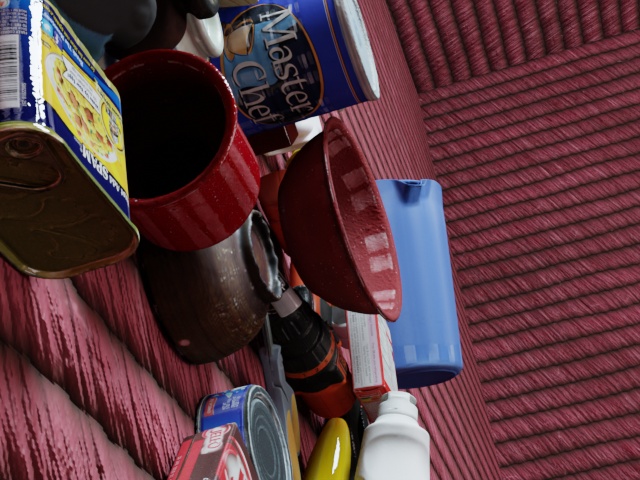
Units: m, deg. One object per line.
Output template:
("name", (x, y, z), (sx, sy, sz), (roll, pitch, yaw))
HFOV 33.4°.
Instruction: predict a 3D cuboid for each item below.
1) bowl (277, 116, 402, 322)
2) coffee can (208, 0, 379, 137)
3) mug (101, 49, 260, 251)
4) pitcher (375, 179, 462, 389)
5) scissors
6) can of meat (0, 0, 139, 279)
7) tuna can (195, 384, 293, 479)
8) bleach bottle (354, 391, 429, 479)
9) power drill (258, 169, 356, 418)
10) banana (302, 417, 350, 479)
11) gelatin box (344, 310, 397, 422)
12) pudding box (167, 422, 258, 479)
("bowl", (0.010, -0.010, 0.809), (0.162, 0.055, 0.162), (-17, 90, -75))
("coffee can", (-0.037, -0.134, 0.791), (0.102, 0.140, 0.103), (-16, 90, -79))
("mug", (-0.089, -0.051, 0.590), (0.117, 0.093, 0.081), (40, -9, 23))
("pitcher", (0.099, 0.056, 1.310), (0.149, 0.145, 0.243), (29, 49, -59))
("scissors", (-0.032, 0.088, 0.766), (0.096, 0.016, 0.202), (-70, 153, -83))
("can of meat", (-0.122, -0.046, 0.458), (0.102, 0.057, 0.084), (60, 16, -55))
("tuna can", (-0.045, 0.133, 0.659), (0.086, 0.034, 0.086), (-16, 90, -79))
("bleach bottle", (0.048, 0.219, 0.751), (0.103, 0.068, 0.250), (104, -4, -54))
("power drill", (-0.019, 0.035, 0.885), (0.184, 0.057, 0.187), (66, 16, -54))
("banana", (0.004, 0.195, 0.767), (0.198, 0.037, 0.070), (-84, -161, -76))
("gelatin box", (0.043, 0.100, 0.906), (0.073, 0.030, 0.089), (64, 17, -58))
("pudding box", (-0.048, 0.169, 0.577), (0.090, 0.039, 0.113), (-73, 146, -72))
